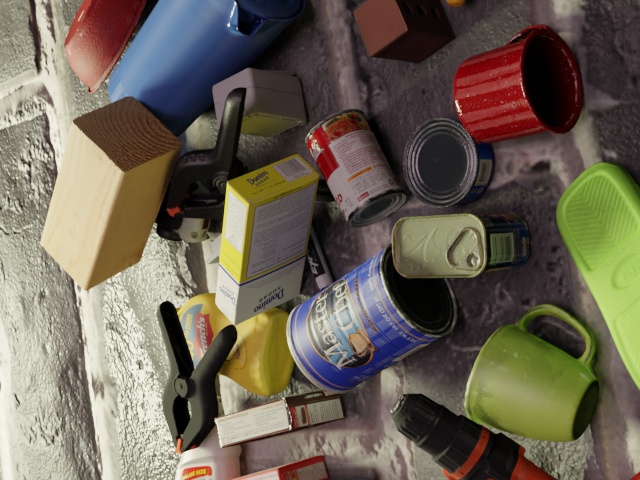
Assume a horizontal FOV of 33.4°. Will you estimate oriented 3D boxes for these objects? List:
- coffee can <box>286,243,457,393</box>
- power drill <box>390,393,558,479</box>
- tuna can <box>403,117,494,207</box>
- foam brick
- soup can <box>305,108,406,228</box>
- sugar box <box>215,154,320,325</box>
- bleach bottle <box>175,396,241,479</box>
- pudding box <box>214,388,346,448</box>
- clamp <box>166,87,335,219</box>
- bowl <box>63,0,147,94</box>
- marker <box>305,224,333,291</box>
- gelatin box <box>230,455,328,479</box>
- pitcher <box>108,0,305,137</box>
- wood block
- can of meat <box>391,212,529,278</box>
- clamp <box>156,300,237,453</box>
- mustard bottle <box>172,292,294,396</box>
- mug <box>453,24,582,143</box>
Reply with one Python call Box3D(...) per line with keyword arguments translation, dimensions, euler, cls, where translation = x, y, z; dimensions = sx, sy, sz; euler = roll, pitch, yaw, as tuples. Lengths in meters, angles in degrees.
Box3D(translation=(0.049, 0.078, 1.055), dimensions=(0.141, 0.102, 0.103), euler=(-36, 70, 36), cls="coffee can")
Box3D(translation=(0.112, 0.234, 0.982), dimensions=(0.184, 0.057, 0.188), euler=(35, 133, -1), cls="power drill")
Box3D(translation=(0.123, -0.075, 1.028), dimensions=(0.086, 0.033, 0.086), euler=(3, 94, 41), cls="tuna can")
Box3D(translation=(0.080, -0.208, 1.029), dimensions=(0.051, 0.078, 0.053), euler=(-31, 72, 39), cls="foam brick")
Box3D(translation=(0.036, -0.072, 1.081), dimensions=(0.069, 0.068, 0.102), euler=(-41, 67, 35), cls="soup can")
Box3D(translation=(-0.058, 0.001, 1.113), dimensions=(0.048, 0.093, 0.176), euler=(45, 142, 29), cls="sugar box")
Box3D(translation=(-0.138, 0.309, 1.260), dimensions=(0.103, 0.067, 0.251), euler=(1, 91, 41), cls="bleach bottle")
Box3D(translation=(-0.044, 0.192, 1.152), dimensions=(0.114, 0.089, 0.039), euler=(-25, 76, 39), cls="pudding box")
Box3D(translation=(-0.100, -0.078, 1.150), dimensions=(0.210, 0.164, 0.036), euler=(-16, 38, 36), cls="clamp")
Box3D(translation=(-0.264, -0.260, 1.287), dimensions=(0.162, 0.055, 0.162), euler=(-48, 27, 34), cls="bowl")
Box3D(translation=(-0.004, 0.021, 1.154), dimensions=(0.020, 0.020, 0.121), euler=(-33, 71, 37), cls="marker")
Box3D(translation=(-0.048, 0.264, 1.170), dimensions=(0.089, 0.073, 0.030), euler=(-25, 76, 39), cls="gelatin box")
Box3D(translation=(-0.136, -0.231, 1.195), dimensions=(0.145, 0.149, 0.243), euler=(52, 128, 5), cls="pitcher")
Box3D(translation=(-0.242, -0.052, 1.218), dimensions=(0.090, 0.090, 0.206), euler=(43, 136, 14), cls="wood block")
Box3D(translation=(0.132, 0.004, 0.991), dimensions=(0.102, 0.083, 0.057), euler=(-3, 90, 41), cls="can of meat")
Box3D(translation=(-0.137, 0.157, 1.194), dimensions=(0.120, 0.039, 0.171), euler=(6, 101, 47), cls="clamp")
Box3D(translation=(-0.116, 0.111, 1.231), dimensions=(0.192, 0.058, 0.096), euler=(12, 105, 40), cls="mustard bottle")
Box3D(translation=(0.176, -0.143, 0.951), dimensions=(0.082, 0.093, 0.117), euler=(-10, 55, 46), cls="mug")
